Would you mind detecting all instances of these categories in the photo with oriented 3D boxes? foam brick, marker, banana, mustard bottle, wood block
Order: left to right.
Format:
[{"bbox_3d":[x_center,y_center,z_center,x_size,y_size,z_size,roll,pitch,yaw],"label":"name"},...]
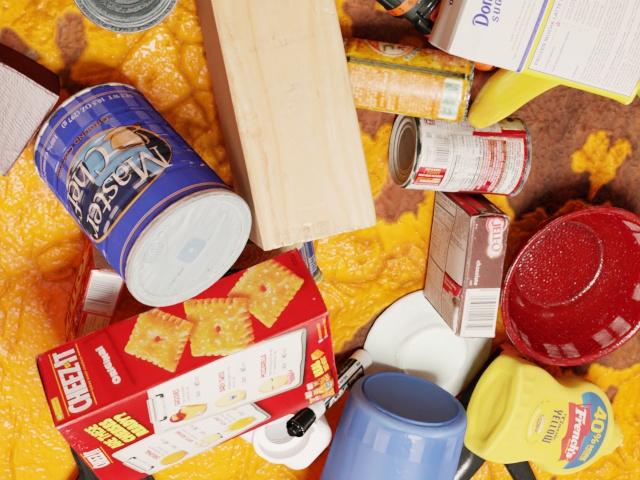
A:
[{"bbox_3d":[-0.236,-0.098,0.794,0.051,0.053,0.078,32,102,-26],"label":"foam brick"},{"bbox_3d":[-0.028,-0.107,0.795,0.090,0.091,0.206,-13,100,-11],"label":"wood block"},{"bbox_3d":[0.007,0.136,0.948,0.120,0.020,0.020,-40,130,-45],"label":"marker"},{"bbox_3d":[0.225,0.173,1.016,0.191,0.058,0.096,19,92,-37],"label":"mustard bottle"},{"bbox_3d":[0.207,-0.137,0.890,0.197,0.037,0.069,-8,91,-23],"label":"banana"}]

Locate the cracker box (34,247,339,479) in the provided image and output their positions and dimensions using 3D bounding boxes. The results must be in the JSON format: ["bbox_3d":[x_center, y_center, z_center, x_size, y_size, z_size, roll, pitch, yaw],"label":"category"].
[{"bbox_3d":[-0.097,0.106,0.850,0.213,0.072,0.164,-22,151,-7],"label":"cracker box"}]

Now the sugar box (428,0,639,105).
[{"bbox_3d":[0.179,-0.171,0.820,0.176,0.048,0.093,12,108,-22],"label":"sugar box"}]

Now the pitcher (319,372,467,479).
[{"bbox_3d":[0.053,0.252,0.969,0.144,0.149,0.243,-5,117,-43],"label":"pitcher"}]

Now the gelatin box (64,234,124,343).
[{"bbox_3d":[-0.185,0.048,0.866,0.030,0.073,0.089,12,112,-19],"label":"gelatin box"}]

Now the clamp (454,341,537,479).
[{"bbox_3d":[0.178,0.201,1.058,0.164,0.036,0.210,5,110,-28],"label":"clamp"}]

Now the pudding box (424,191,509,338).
[{"bbox_3d":[0.125,0.016,0.922,0.039,0.090,0.113,1,110,-14],"label":"pudding box"}]

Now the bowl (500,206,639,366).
[{"bbox_3d":[0.232,0.033,0.983,0.162,0.055,0.162,-6,116,-13],"label":"bowl"}]

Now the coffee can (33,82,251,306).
[{"bbox_3d":[-0.132,-0.035,0.784,0.102,0.140,0.103,-31,148,-22],"label":"coffee can"}]

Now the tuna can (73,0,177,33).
[{"bbox_3d":[-0.144,-0.197,0.783,0.086,0.034,0.086,-6,116,-13],"label":"tuna can"}]

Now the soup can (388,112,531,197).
[{"bbox_3d":[0.116,-0.073,0.894,0.102,0.068,0.068,3,114,-16],"label":"soup can"}]
